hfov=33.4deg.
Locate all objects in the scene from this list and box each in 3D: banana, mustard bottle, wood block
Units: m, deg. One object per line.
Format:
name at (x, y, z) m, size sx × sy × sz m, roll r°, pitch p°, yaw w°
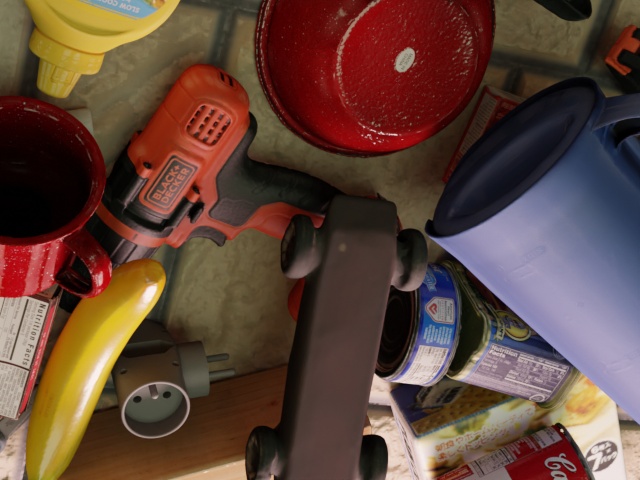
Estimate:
banana at (-0.139, 0.078, 0.646) m, size 0.037 × 0.070 × 0.198 m, roll 9°, pitch 120°, yaw -36°
mustard bottle at (-0.113, -0.166, 0.572) m, size 0.096 × 0.058 × 0.192 m, roll 15°, pitch 111°, yaw -28°
wood block at (-0.073, 0.160, 0.740) m, size 0.206 × 0.090 × 0.091 m, roll -13°, pitch 120°, yaw -12°

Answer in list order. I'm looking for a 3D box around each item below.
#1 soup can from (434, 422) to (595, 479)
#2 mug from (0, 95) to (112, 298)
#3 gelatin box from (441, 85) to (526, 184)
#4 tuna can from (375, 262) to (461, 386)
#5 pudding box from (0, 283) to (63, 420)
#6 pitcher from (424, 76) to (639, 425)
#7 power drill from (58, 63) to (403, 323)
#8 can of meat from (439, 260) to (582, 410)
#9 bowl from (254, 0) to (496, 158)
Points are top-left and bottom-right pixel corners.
soup can at (0.138, 0.180, 0.755) m, size 0.102 × 0.068 × 0.068 m, roll -24°, pitch 122°, yaw -2°
mug at (-0.162, -0.012, 0.593) m, size 0.117 × 0.093 × 0.082 m, roll 39°, pitch 147°, yaw 4°
gelatin box at (0.138, -0.057, 0.730) m, size 0.089 × 0.030 × 0.073 m, roll 15°, pitch 111°, yaw -24°
tuna can at (0.062, 0.056, 0.732) m, size 0.033 × 0.086 × 0.086 m, roll 9°, pitch 113°, yaw -21°
pudding box at (-0.221, 0.049, 0.645) m, size 0.113 × 0.039 × 0.090 m, roll 18°, pitch 111°, yaw -9°
pitcher at (0.196, 0.023, 0.653) m, size 0.242 × 0.149 × 0.145 m, roll 44°, pitch 91°, yaw -14°
power drill at (-0.054, 0.001, 0.680) m, size 0.187 × 0.057 × 0.185 m, roll 26°, pitch 114°, yaw -29°
can of meat at (0.123, 0.064, 0.748) m, size 0.083 × 0.102 × 0.057 m, roll 18°, pitch 115°, yaw -24°
bowl at (0.044, -0.116, 0.653) m, size 0.162 × 0.055 × 0.162 m, roll -8°, pitch 118°, yaw -15°
